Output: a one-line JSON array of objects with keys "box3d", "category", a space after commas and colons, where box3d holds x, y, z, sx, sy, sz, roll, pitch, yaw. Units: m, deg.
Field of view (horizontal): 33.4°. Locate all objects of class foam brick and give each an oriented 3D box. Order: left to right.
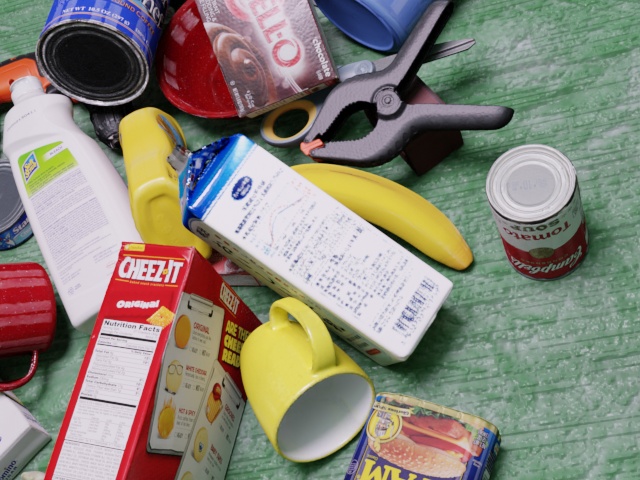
[{"box3d": [0.078, -0.105, 0.920, 0.051, 0.053, 0.078, -37, 57, -1], "category": "foam brick"}]

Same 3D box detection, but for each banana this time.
[{"box3d": [0.031, -0.026, 0.874, 0.198, 0.070, 0.037, 11, 34, 13], "category": "banana"}]

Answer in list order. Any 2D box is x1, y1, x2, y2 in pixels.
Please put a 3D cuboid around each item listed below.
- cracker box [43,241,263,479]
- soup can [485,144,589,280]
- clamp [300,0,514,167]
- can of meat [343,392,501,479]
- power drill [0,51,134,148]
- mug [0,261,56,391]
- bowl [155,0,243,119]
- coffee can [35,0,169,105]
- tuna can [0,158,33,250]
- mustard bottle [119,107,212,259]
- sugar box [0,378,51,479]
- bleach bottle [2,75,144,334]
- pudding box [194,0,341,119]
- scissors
[{"box3d": [-0.122, 0.130, 0.806, 0.072, 0.164, 0.213, 5, 66, 20], "category": "cracker box"}, {"box3d": [0.167, -0.020, 0.815, 0.068, 0.102, 0.068, -8, 62, 15], "category": "soup can"}, {"box3d": [0.068, -0.104, 0.867, 0.171, 0.039, 0.120, -38, 66, 10], "category": "clamp"}, {"box3d": [0.074, 0.165, 0.781, 0.102, 0.057, 0.084, 13, 66, 24], "category": "can of meat"}, {"box3d": [-0.278, -0.140, 1.067, 0.188, 0.057, 0.184, -22, 59, 6], "category": "power drill"}, {"box3d": [-0.276, 0.072, 0.919, 0.093, 0.081, 0.117, -40, 61, 51], "category": "mug"}, {"box3d": [-0.072, -0.171, 1.006, 0.162, 0.055, 0.162, -8, 62, 16], "category": "bowl"}, {"box3d": [-0.196, -0.210, 0.989, 0.103, 0.102, 0.140, -6, 50, 17], "category": "coffee can"}, {"box3d": [-0.308, -0.034, 1.034, 0.086, 0.033, 0.086, -8, 62, 16], "category": "tuna can"}, {"box3d": [-0.142, -0.064, 0.946, 0.058, 0.096, 0.192, -26, 38, 2], "category": "mustard bottle"}, {"box3d": [-0.325, 0.147, 0.941, 0.093, 0.048, 0.176, -45, 62, -8], "category": "sugar box"}, {"box3d": [-0.218, -0.046, 0.960, 0.102, 0.068, 0.251, -30, 69, 8], "category": "bleach bottle"}, {"box3d": [-0.043, -0.170, 0.896, 0.090, 0.039, 0.113, -21, 92, 12], "category": "pudding box"}, {"box3d": [0.028, -0.125, 0.908, 0.202, 0.016, 0.096, 1, 74, 19], "category": "scissors"}]
